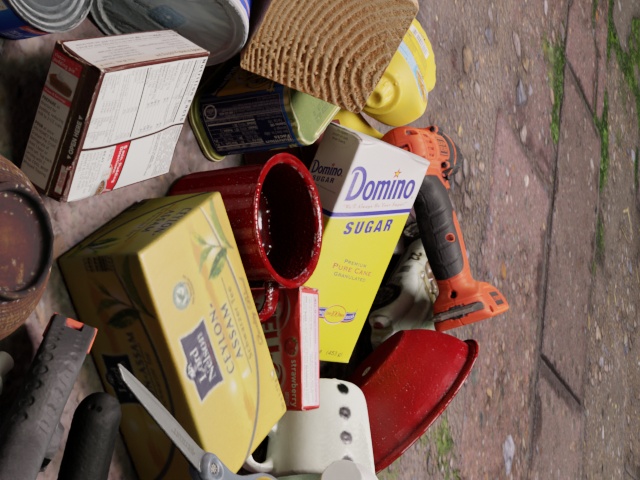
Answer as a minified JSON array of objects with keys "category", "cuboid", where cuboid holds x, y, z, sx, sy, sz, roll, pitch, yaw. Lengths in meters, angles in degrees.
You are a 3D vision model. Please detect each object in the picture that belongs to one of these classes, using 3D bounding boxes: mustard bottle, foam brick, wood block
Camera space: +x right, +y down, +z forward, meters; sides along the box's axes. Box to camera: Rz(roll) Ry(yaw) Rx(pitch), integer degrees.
[{"category":"mustard bottle","cuboid":[0.061,-0.153,0.954,0.096,0.058,0.191,60,20,-15]},{"category":"foam brick","cuboid":[-0.019,-0.065,0.855,0.078,0.051,0.053,-23,105,-60]},{"category":"wood block","cuboid":[0.000,-0.192,0.759,0.090,0.090,0.206,19,35,-17]}]

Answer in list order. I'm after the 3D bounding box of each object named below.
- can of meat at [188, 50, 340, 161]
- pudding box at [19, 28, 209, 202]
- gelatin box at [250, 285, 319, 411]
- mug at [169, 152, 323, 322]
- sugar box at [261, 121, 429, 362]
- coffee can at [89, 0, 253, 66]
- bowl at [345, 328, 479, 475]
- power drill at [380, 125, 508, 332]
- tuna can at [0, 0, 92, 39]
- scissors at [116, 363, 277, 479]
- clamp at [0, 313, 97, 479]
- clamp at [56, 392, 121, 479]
[{"category":"can of meat","cuboid":[-0.036,-0.107,0.794,0.102,0.084,0.057,-58,135,-47]},{"category":"pudding box","cuboid":[-0.122,-0.076,0.639,0.113,0.039,0.090,-30,146,-61]},{"category":"gelatin box","cuboid":[-0.039,0.078,0.775,0.030,0.073,0.089,10,78,-61]},{"category":"mug","cuboid":[-0.055,0.001,0.747,0.093,0.082,0.117,8,79,-61]},{"category":"sugar box","cuboid":[0.014,0.005,0.826,0.093,0.048,0.176,13,104,-50]},{"category":"coffee can","cuboid":[-0.085,-0.200,0.697,0.102,0.103,0.140,45,48,-50]},{"category":"bowl","cuboid":[0.060,0.128,0.909,0.055,0.162,0.161,43,38,-3]},{"category":"power drill","cuboid":[0.116,-0.015,0.987,0.184,0.057,0.187,-6,76,-68]},{"category":"tuna can","cuboid":[-0.169,-0.159,0.609,0.086,0.034,0.086,14,74,-60]},{"category":"scissors","cuboid":[-0.065,0.157,0.630,0.201,0.016,0.096,46,37,-46]},{"category":"clamp","cuboid":[-0.152,0.102,0.546,0.039,0.120,0.171,26,53,-17]},{"category":"clamp","cuboid":[-0.144,0.197,0.582,0.164,0.036,0.209,81,30,-42]}]
